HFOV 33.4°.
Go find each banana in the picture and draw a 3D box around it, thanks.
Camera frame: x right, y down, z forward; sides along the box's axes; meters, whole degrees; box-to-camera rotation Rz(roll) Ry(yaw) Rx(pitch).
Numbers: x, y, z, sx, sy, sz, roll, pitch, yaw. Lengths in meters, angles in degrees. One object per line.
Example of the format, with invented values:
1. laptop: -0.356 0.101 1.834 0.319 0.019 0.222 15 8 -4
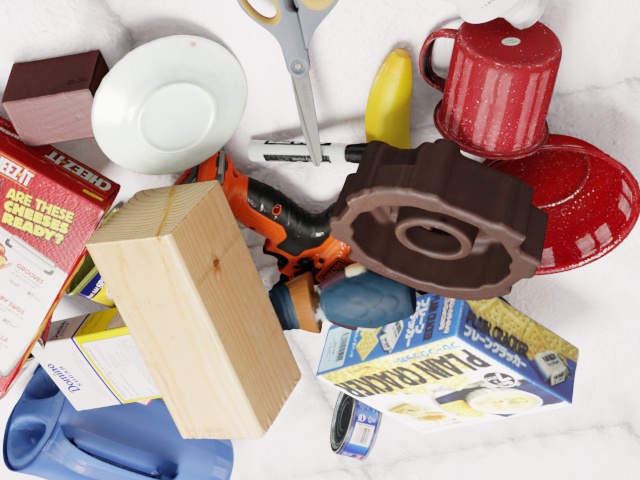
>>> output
1. banana: 0.074 -0.078 0.917 0.069 0.037 0.197 -33 135 0

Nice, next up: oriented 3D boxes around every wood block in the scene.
1. wood block: -0.103 0.062 0.914 0.090 0.090 0.206 -5 119 30

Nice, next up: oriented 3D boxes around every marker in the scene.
1. marker: -0.006 -0.075 0.904 0.121 0.020 0.020 4 141 27

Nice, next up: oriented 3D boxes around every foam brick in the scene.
1. foam brick: -0.211 -0.115 0.873 0.078 0.053 0.051 -6 137 10

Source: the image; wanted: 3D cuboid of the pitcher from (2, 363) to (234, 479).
1. pitcher: -0.215 0.231 1.186 0.242 0.149 0.145 28 136 -31

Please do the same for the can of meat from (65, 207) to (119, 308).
1. can of meat: -0.183 0.026 1.024 0.083 0.057 0.102 25 134 -26

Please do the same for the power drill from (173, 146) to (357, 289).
1. power drill: -0.057 0.001 0.992 0.187 0.057 0.185 23 130 -25

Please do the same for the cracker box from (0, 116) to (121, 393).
1. cracker box: -0.295 0.005 0.929 0.164 0.072 0.214 30 113 -8

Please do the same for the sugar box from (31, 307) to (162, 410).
1. sugar box: -0.189 0.111 1.033 0.177 0.048 0.093 -11 122 34

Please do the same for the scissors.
1. scissors: -0.003 -0.151 0.829 0.096 0.016 0.201 -20 124 14

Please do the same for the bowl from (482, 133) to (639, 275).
1. bowl: 0.194 -0.041 0.934 0.162 0.055 0.162 1 138 1

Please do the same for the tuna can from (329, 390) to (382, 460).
1. tuna can: 0.039 0.197 1.180 0.033 0.086 0.086 15 136 -11

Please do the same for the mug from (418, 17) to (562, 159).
1. mug: 0.129 -0.128 0.829 0.117 0.093 0.081 30 138 24
